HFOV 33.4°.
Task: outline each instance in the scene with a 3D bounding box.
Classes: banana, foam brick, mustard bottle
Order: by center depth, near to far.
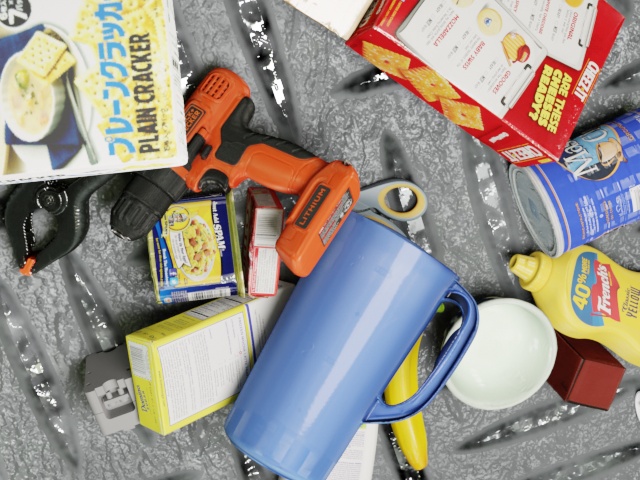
[{"bbox_3d":[0.089,0.140,1.092,0.037,0.070,0.198,-10,117,-22],"label":"banana"},{"bbox_3d":[0.278,0.057,1.095,0.191,0.058,0.096,22,67,-15],"label":"mustard bottle"},{"bbox_3d":[0.273,0.136,1.119,0.051,0.078,0.053,13,106,-15],"label":"foam brick"}]

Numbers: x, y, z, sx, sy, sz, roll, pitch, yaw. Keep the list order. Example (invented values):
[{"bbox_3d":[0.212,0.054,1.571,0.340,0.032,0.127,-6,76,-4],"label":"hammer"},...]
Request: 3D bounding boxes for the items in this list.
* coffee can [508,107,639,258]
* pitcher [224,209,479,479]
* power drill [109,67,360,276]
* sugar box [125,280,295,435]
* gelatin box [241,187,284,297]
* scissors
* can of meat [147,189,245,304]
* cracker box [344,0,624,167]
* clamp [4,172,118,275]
[{"bbox_3d":[0.270,-0.057,1.045,0.140,0.103,0.103,-24,110,-3],"label":"coffee can"},{"bbox_3d":[0.023,0.104,0.986,0.144,0.149,0.243,31,88,-32],"label":"pitcher"},{"bbox_3d":[-0.074,-0.045,0.946,0.188,0.057,0.184,31,80,17],"label":"power drill"},{"bbox_3d":[-0.096,0.106,1.015,0.175,0.048,0.093,-22,114,-42],"label":"sugar box"},{"bbox_3d":[-0.057,0.001,1.018,0.030,0.073,0.089,3,107,-11],"label":"gelatin box"},{"bbox_3d":[0.025,-0.055,1.046,0.201,0.016,0.096,42,94,-19],"label":"scissors"},{"bbox_3d":[-0.118,0.007,1.002,0.084,0.057,0.102,-7,77,-6],"label":"can of meat"},{"bbox_3d":[0.152,-0.191,0.974,0.213,0.072,0.164,33,75,-18],"label":"cracker box"},{"bbox_3d":[-0.234,-0.044,0.981,0.120,0.039,0.171,17,112,6],"label":"clamp"}]
